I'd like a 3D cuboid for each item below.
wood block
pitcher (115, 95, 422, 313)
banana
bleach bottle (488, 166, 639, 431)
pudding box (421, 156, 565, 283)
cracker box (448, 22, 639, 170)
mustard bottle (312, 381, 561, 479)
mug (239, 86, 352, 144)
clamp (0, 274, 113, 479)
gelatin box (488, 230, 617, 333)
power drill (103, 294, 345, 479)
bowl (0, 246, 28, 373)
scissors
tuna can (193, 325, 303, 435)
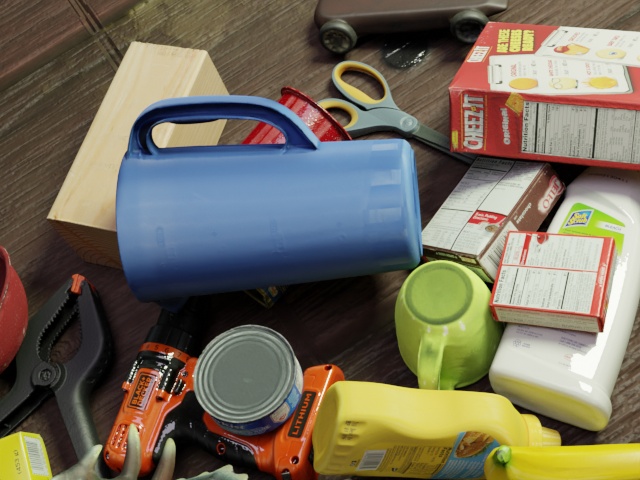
[{"bbox_3d":[-0.170,-0.081,1.038,0.090,0.090,0.206,11,65,20],"label":"wood block"},{"bbox_3d":[-0.041,-0.031,0.883,0.243,0.149,0.145,-5,67,7],"label":"pitcher"},{"bbox_3d":[0.193,0.171,0.797,0.197,0.070,0.037,5,76,-28],"label":"banana"},{"bbox_3d":[0.230,0.026,0.893,0.103,0.068,0.250,17,65,24],"label":"bleach bottle"},{"bbox_3d":[0.146,-0.021,0.933,0.113,0.039,0.090,-51,31,-17],"label":"pudding box"},{"bbox_3d":[0.234,-0.127,0.936,0.214,0.072,0.164,7,33,19],"label":"cracker box"},{"bbox_3d":[0.095,0.151,0.829,0.191,0.096,0.058,6,49,-11],"label":"mustard bottle"},{"bbox_3d":[-0.033,-0.086,1.015,0.081,0.093,0.117,-49,31,-9],"label":"mug"},{"bbox_3d":[-0.252,0.132,0.971,0.165,0.036,0.210,-1,65,13],"label":"clamp"},{"bbox_3d":[0.184,0.032,0.846,0.089,0.030,0.073,4,58,25],"label":"gelatin box"},{"bbox_3d":[-0.077,0.129,0.919,0.188,0.057,0.184,9,64,21],"label":"power drill"},{"bbox_3d":[-0.321,0.085,0.983,0.162,0.055,0.162,-28,41,28],"label":"bowl"},{"bbox_3d":[0.066,-0.103,1.034,0.096,0.016,0.202,-38,59,-7],"label":"scissors"},{"bbox_3d":[-0.058,0.114,0.866,0.086,0.033,0.086,-7,57,10],"label":"tuna can"}]
